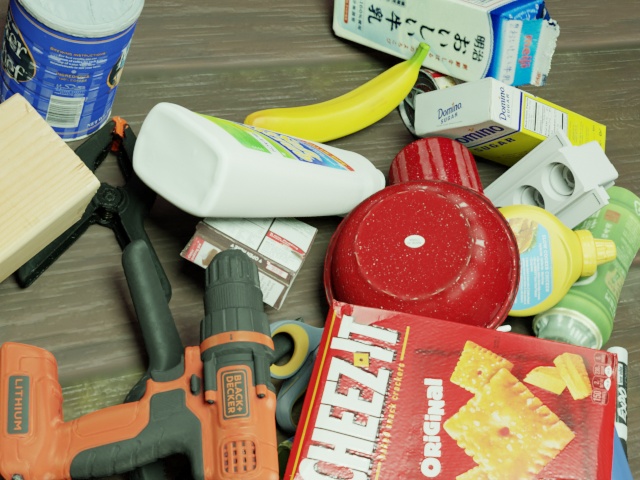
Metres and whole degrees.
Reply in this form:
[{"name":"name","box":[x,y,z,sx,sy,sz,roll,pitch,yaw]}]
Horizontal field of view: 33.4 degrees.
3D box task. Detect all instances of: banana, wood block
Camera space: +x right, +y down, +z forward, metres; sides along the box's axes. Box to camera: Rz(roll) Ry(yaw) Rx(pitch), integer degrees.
[{"name":"banana","box":[0.016,-0.127,1.003,0.197,0.069,0.037,-27,45,-19]},{"name":"wood block","box":[-0.268,0.000,0.751,0.091,0.090,0.205,48,62,-2]}]

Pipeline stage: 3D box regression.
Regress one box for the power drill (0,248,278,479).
[{"name":"power drill","box":[-0.123,0.097,0.735,0.187,0.057,0.184,-8,60,3]}]

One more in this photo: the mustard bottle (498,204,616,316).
[{"name":"mustard bottle","box":[0.157,0.018,0.916,0.191,0.058,0.096,-6,99,-1]}]

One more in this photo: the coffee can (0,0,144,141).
[{"name":"coffee can","box":[-0.210,-0.164,0.884,0.102,0.140,0.103,11,54,-16]}]

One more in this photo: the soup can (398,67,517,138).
[{"name":"soup can","box":[0.138,-0.144,1.067,0.102,0.069,0.068,-15,65,-31]}]

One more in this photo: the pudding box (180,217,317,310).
[{"name":"pudding box","box":[-0.056,0.001,0.877,0.090,0.039,0.113,29,20,-2]}]

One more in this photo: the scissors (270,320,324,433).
[{"name":"scissors","box":[0.003,0.065,0.877,0.096,0.016,0.201,52,46,-28]}]

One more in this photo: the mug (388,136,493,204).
[{"name":"mug","box":[0.113,-0.033,0.972,0.117,0.093,0.081,45,25,-36]}]

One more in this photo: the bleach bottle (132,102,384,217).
[{"name":"bleach bottle","box":[-0.032,-0.059,0.899,0.103,0.068,0.250,35,20,32]}]

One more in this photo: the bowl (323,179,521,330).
[{"name":"bowl","box":[0.076,0.013,0.844,0.162,0.055,0.162,-5,66,11]}]

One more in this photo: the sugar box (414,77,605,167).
[{"name":"sugar box","box":[0.180,-0.104,1.005,0.175,0.094,0.048,9,79,-40]}]

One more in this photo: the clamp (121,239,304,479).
[{"name":"clamp","box":[-0.089,0.115,0.808,0.164,0.036,0.210,21,57,-25]}]

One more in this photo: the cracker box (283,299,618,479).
[{"name":"cracker box","box":[0.093,0.140,0.743,0.214,0.072,0.164,10,54,8]}]

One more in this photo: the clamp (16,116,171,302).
[{"name":"clamp","box":[-0.166,-0.021,0.873,0.120,0.039,0.171,22,59,-16]}]
